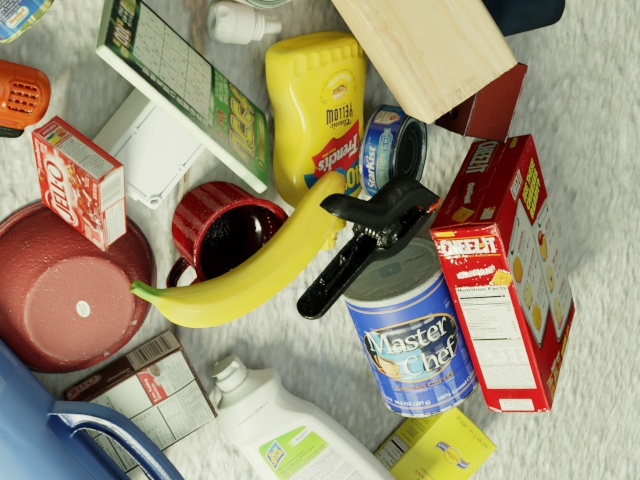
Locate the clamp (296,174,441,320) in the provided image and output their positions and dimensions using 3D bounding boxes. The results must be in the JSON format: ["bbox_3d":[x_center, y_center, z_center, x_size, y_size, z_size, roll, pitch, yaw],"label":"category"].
[{"bbox_3d":[0.041,-0.001,0.902,0.171,0.039,0.120,-19,141,-49],"label":"clamp"}]

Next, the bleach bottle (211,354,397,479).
[{"bbox_3d":[-0.008,0.204,1.020,0.102,0.068,0.250,-40,106,-5],"label":"bleach bottle"}]

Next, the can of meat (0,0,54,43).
[{"bbox_3d":[-0.243,-0.191,0.757,0.057,0.102,0.084,-46,124,-5],"label":"can of meat"}]

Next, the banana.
[{"bbox_3d":[-0.053,0.018,0.867,0.197,0.037,0.069,-31,121,-14],"label":"banana"}]

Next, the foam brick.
[{"bbox_3d":[0.151,-0.137,1.002,0.051,0.053,0.078,7,104,-29],"label":"foam brick"}]

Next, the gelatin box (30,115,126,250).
[{"bbox_3d":[-0.188,-0.043,0.832,0.030,0.073,0.089,-43,160,-31],"label":"gelatin box"}]

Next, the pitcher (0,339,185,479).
[{"bbox_3d":[-0.231,0.190,0.876,0.149,0.145,0.242,-46,116,-30],"label":"pitcher"}]

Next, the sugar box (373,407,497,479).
[{"bbox_3d":[0.095,0.251,1.120,0.176,0.048,0.093,-49,121,-5],"label":"sugar box"}]

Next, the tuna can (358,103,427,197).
[{"bbox_3d":[0.067,-0.079,0.966,0.086,0.034,0.086,-37,132,-56],"label":"tuna can"}]

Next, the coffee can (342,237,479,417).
[{"bbox_3d":[0.087,0.083,1.021,0.102,0.103,0.140,-30,119,-15],"label":"coffee can"}]

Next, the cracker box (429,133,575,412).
[{"bbox_3d":[0.179,0.032,1.021,0.164,0.072,0.213,-59,135,-50],"label":"cracker box"}]

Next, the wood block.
[{"bbox_3d":[0.059,-0.206,0.855,0.090,0.091,0.206,-35,104,2],"label":"wood block"}]

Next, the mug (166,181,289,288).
[{"bbox_3d":[-0.087,0.006,0.918,0.117,0.082,0.093,-47,122,-5],"label":"mug"}]

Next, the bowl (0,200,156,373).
[{"bbox_3d":[-0.207,0.048,0.889,0.161,0.055,0.162,-9,112,-24],"label":"bowl"}]

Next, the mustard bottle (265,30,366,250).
[{"bbox_3d":[0.000,-0.082,0.941,0.096,0.058,0.192,-24,120,-41],"label":"mustard bottle"}]

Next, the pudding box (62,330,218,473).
[{"bbox_3d":[-0.160,0.148,0.959,0.113,0.039,0.090,-29,121,-12],"label":"pudding box"}]
